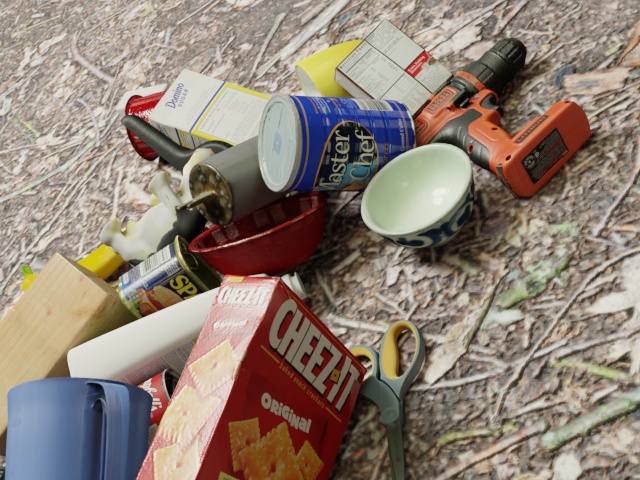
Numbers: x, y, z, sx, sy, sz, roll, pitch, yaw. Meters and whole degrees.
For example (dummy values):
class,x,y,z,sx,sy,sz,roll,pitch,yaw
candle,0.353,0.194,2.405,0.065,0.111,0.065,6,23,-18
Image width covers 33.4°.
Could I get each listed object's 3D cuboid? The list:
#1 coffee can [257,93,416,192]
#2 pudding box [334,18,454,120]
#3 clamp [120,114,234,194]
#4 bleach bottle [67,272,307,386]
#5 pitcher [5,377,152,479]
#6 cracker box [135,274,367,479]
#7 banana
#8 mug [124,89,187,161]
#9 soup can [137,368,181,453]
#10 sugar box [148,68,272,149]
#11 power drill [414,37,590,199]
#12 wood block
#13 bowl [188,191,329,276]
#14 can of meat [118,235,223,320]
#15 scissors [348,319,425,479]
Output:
class,x,y,z,sx,sy,sz,roll,pitch,yaw
coffee can,0.017,-0.102,1.136,0.140,0.103,0.103,-1,28,-25
pudding box,0.085,-0.189,1.234,0.113,0.039,0.090,41,79,14
clamp,-0.157,-0.084,1.303,0.210,0.164,0.036,-7,6,24
bleach bottle,-0.130,0.102,1.113,0.251,0.102,0.068,-25,58,5
pitcher,-0.214,0.246,0.937,0.145,0.149,0.243,-7,65,11
cracker box,-0.053,0.161,0.907,0.072,0.164,0.213,1,56,37
banana,-0.311,0.038,1.347,0.198,0.037,0.069,-16,65,25
mug,-0.209,-0.158,1.431,0.082,0.093,0.117,-11,11,23
soup can,-0.180,0.183,1.077,0.102,0.068,0.068,-30,38,10
sugar box,-0.117,-0.149,1.341,0.176,0.048,0.093,20,60,22
power drill,0.192,-0.131,1.123,0.184,0.057,0.188,-46,35,-6
wood block,-0.303,0.128,1.163,0.090,0.090,0.206,35,86,24
bowl,-0.058,0.001,1.151,0.162,0.055,0.162,-20,13,5
can of meat,-0.159,0.057,1.166,0.084,0.102,0.057,-32,38,10
scissors,0.049,0.157,0.966,0.096,0.016,0.201,-13,43,30
